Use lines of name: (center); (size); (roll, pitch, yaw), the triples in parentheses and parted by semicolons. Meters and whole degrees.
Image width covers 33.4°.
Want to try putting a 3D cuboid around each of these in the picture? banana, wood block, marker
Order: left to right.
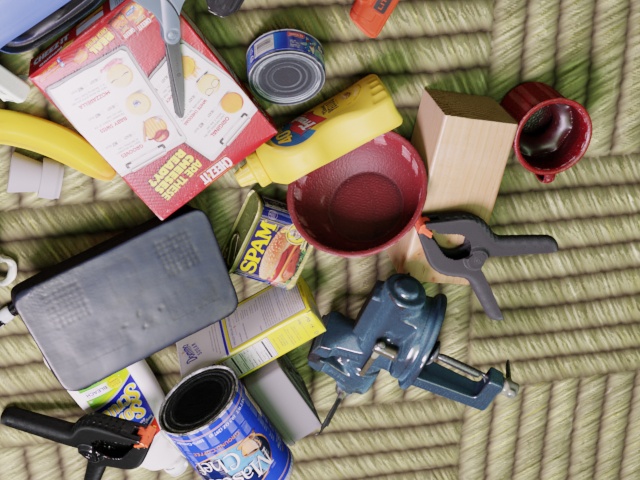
marker: (-0.387, 0.101, 1.250); (0.121, 0.020, 0.020); (-35, 119, 7)
banana: (-0.315, -0.105, 1.134); (0.197, 0.069, 0.037); (7, 152, -22)
wood block: (0.148, -0.061, 1.243); (0.090, 0.091, 0.206); (5, 116, -15)

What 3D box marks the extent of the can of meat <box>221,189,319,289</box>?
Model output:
can of meat: (-0.058, 0.002, 1.251); (0.083, 0.057, 0.102); (18, 112, -23)

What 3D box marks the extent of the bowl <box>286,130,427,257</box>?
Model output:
bowl: (0.046, -0.049, 1.215); (0.162, 0.162, 0.055); (-29, 155, 4)

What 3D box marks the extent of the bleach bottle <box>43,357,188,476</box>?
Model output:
bleach bottle: (-0.231, 0.199, 1.313); (0.102, 0.068, 0.250); (-30, 122, 3)

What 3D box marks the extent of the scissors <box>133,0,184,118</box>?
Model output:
scissors: (-0.163, -0.210, 1.040); (0.096, 0.016, 0.202); (-5, 124, -31)

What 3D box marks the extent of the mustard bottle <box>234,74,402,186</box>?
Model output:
mustard bottle: (-0.008, -0.112, 1.178); (0.191, 0.096, 0.058); (-29, 117, 4)

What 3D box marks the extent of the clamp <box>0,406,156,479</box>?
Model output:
clamp: (-0.282, 0.240, 1.285); (0.210, 0.036, 0.164); (-22, 124, 43)

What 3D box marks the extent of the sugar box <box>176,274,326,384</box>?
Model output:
sugar box: (-0.086, 0.114, 1.282); (0.176, 0.093, 0.048); (-31, 120, 6)

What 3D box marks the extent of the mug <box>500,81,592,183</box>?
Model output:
mug: (0.256, -0.124, 1.239); (0.093, 0.081, 0.117); (-15, 119, -5)

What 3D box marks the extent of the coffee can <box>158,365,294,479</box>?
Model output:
coffee can: (-0.107, 0.228, 1.225); (0.103, 0.103, 0.140); (-29, 121, 3)

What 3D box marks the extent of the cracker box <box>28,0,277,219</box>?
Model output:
cracker box: (-0.176, -0.153, 1.135); (0.164, 0.072, 0.213); (-36, 120, 8)

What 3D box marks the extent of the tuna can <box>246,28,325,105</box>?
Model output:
tuna can: (-0.037, -0.185, 1.149); (0.086, 0.034, 0.086); (-3, 144, -2)

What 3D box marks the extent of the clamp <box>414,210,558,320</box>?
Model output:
clamp: (0.175, 0.025, 1.220); (0.171, 0.039, 0.120); (19, 107, -16)
